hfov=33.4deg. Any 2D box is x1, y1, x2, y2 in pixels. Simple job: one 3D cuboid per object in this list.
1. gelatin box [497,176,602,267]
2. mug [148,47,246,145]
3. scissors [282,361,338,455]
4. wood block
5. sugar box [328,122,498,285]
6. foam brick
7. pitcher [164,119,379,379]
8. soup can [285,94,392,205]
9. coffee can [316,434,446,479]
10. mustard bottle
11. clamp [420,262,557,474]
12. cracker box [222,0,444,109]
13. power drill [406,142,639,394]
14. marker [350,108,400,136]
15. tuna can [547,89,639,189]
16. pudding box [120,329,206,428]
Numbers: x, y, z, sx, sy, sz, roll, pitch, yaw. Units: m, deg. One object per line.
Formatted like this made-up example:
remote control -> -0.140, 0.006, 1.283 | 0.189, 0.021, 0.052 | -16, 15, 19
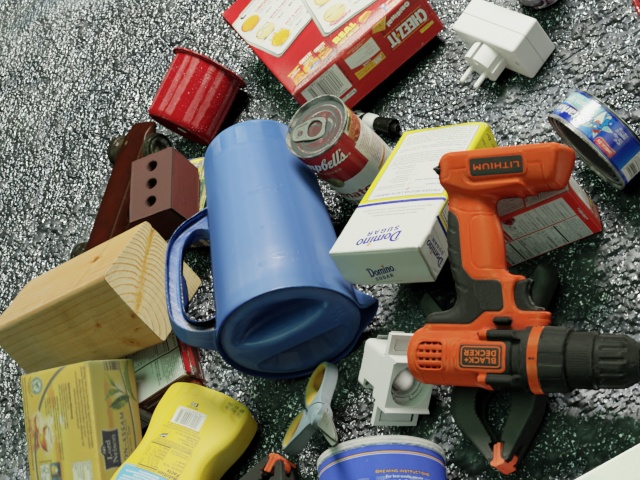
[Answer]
gelatin box -> 0.177, -0.019, 0.887 | 0.089, 0.073, 0.030 | -23, 52, 26
mug -> -0.151, -0.164, 1.219 | 0.117, 0.093, 0.081 | 20, 82, 46
scissors -> -0.008, 0.161, 0.888 | 0.096, 0.016, 0.201 | -62, 6, 14
wood block -> -0.235, 0.070, 1.100 | 0.207, 0.090, 0.090 | -23, 26, 39
sugar box -> 0.087, -0.034, 0.944 | 0.094, 0.048, 0.176 | -4, 41, 37
foam brick -> -0.161, -0.047, 1.103 | 0.053, 0.051, 0.078 | -19, 56, 23
pitcher -> -0.057, 0.001, 1.014 | 0.145, 0.149, 0.243 | -41, 42, 27
soup can -> 0.023, -0.085, 1.025 | 0.069, 0.102, 0.068 | -19, 54, 28
coffee can -> 0.051, 0.233, 0.811 | 0.103, 0.102, 0.140 | -22, 53, 26
mustard bottle -> -0.142, 0.223, 0.964 | 0.096, 0.058, 0.191 | 14, 57, 29
clamp -> 0.149, 0.098, 0.863 | 0.120, 0.039, 0.171 | -28, 56, 27
cracker box -> 0.008, -0.234, 1.137 | 0.164, 0.072, 0.214 | -41, 42, 4
power drill -> 0.155, 0.023, 0.813 | 0.185, 0.057, 0.187 | -2, 81, 27
marker -> 0.035, -0.126, 1.099 | 0.121, 0.020, 0.020 | 21, 78, 43
tuna can -> 0.229, -0.084, 0.877 | 0.034, 0.086, 0.086 | -45, 46, 4
pudding box -> -0.176, 0.135, 1.092 | 0.114, 0.039, 0.090 | -33, 48, 15
